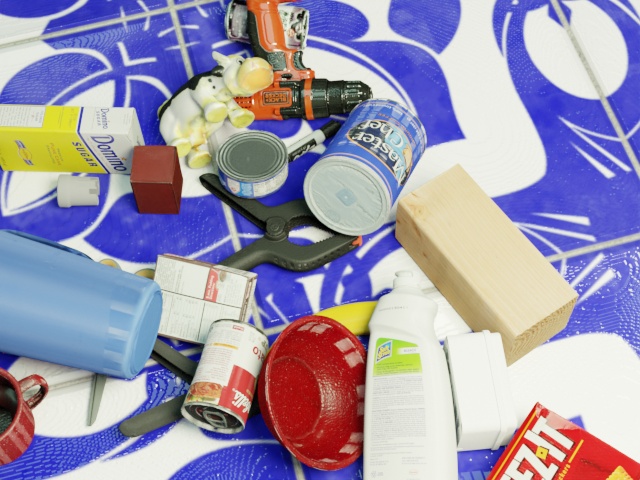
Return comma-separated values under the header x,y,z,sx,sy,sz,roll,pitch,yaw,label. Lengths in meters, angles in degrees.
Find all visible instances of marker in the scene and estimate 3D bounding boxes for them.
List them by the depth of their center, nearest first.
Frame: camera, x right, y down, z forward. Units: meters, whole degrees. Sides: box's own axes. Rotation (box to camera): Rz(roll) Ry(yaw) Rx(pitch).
x,y,z,sx,sy,sz,roll,pitch,yaw,label
-0.024,-0.115,1.324,0.121,0.020,0.020,-33,66,-16,marker

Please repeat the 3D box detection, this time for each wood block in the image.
x,y,z,sx,sy,sz,roll,pitch,yaw,label
0.182,0.028,1.201,0.090,0.090,0.206,-32,65,-16,wood block

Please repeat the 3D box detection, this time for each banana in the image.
x,y,z,sx,sy,sz,roll,pitch,yaw,label
0.032,0.103,1.193,0.197,0.037,0.069,-5,60,-1,banana

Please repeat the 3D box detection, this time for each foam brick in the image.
x,y,z,sx,sy,sz,roll,pitch,yaw,label
-0.195,-0.071,1.271,0.051,0.078,0.053,2,61,1,foam brick

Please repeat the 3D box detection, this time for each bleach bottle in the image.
x,y,z,sx,sy,sz,roll,pitch,yaw,label
0.097,0.152,1.121,0.103,0.068,0.251,-6,67,23,bleach bottle

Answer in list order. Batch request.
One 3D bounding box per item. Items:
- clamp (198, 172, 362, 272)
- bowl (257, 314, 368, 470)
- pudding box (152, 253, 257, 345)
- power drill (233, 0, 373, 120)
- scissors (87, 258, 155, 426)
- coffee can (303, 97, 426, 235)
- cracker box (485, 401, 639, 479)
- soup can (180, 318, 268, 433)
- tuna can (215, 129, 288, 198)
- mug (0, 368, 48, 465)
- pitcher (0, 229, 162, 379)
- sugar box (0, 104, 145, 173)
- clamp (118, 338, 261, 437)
x,y,z,sx,sy,sz,roll,pitch,yaw,label
-0.058,0.002,1.251,0.210,0.036,0.164,7,62,9,clamp
-0.013,0.162,1.124,0.161,0.055,0.162,16,67,-41,bowl
-0.135,0.070,1.194,0.113,0.039,0.090,13,94,10,pudding box
-0.029,-0.243,1.332,0.184,0.057,0.187,-2,87,7,power drill
-0.221,0.108,1.208,0.096,0.016,0.202,-8,62,-3,scissors
0.054,-0.087,1.235,0.103,0.103,0.140,20,42,12,coffee can
0.265,0.288,1.067,0.214,0.072,0.164,31,66,18,cracker box
-0.099,0.141,1.116,0.068,0.068,0.102,12,58,7,soup can
-0.081,-0.091,1.274,0.086,0.034,0.086,-1,50,1,tuna can
-0.341,0.183,1.132,0.117,0.081,0.093,-36,66,-17,mug
-0.295,0.061,1.145,0.243,0.145,0.149,14,75,5,pitcher
-0.306,-0.121,1.292,0.176,0.093,0.048,3,62,4,sugar box
-0.135,0.170,1.158,0.171,0.039,0.120,11,63,7,clamp
